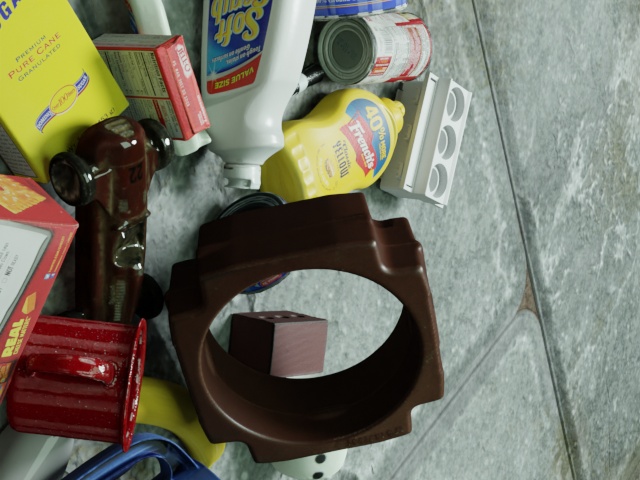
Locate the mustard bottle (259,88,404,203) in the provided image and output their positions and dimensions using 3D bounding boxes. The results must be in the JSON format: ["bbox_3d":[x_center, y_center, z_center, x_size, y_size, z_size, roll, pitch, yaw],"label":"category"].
[{"bbox_3d":[0.020,-0.090,1.004,0.191,0.058,0.096,-37,119,-42],"label":"mustard bottle"}]

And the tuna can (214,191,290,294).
[{"bbox_3d":[-0.056,0.001,0.902,0.033,0.086,0.086,50,59,-42],"label":"tuna can"}]

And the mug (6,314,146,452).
[{"bbox_3d":[-0.167,0.093,0.727,0.117,0.081,0.093,114,-17,-77],"label":"mug"}]

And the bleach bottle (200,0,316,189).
[{"bbox_3d":[-0.048,-0.167,0.866,0.068,0.103,0.251,-2,97,-60],"label":"bleach bottle"}]

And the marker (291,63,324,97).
[{"bbox_3d":[-0.037,-0.132,0.956,0.120,0.020,0.020,-37,124,-42],"label":"marker"}]

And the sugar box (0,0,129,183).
[{"bbox_3d":[-0.209,-0.134,0.715,0.093,0.048,0.176,-51,135,-28],"label":"sugar box"}]

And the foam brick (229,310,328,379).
[{"bbox_3d":[-0.038,0.093,0.969,0.078,0.053,0.051,2,95,-52],"label":"foam brick"}]

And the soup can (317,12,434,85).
[{"bbox_3d":[0.053,-0.183,1.016,0.102,0.069,0.068,-15,108,-51],"label":"soup can"}]

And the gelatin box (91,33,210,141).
[{"bbox_3d":[-0.129,-0.114,0.786,0.030,0.089,0.073,-41,126,-39],"label":"gelatin box"}]

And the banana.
[{"bbox_3d":[-0.132,0.148,0.873,0.197,0.037,0.069,42,64,-47],"label":"banana"}]
